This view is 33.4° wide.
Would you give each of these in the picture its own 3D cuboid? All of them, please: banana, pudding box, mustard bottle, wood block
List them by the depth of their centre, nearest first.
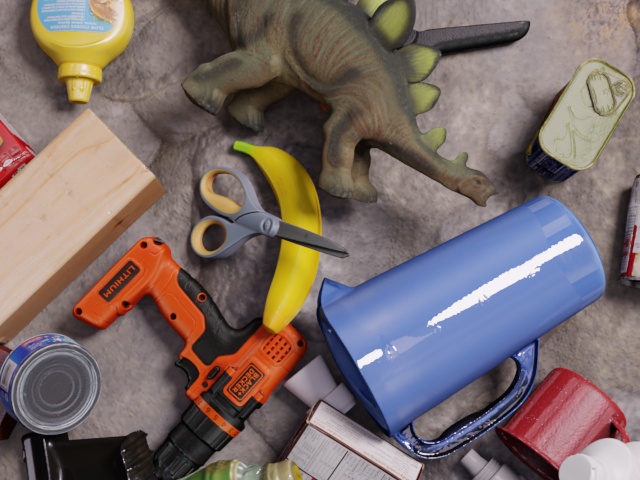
[{"bbox_3d":[0.022,0.206,0.949,0.113,0.039,0.090,31,124,1],"label":"pudding box"},{"bbox_3d":[-0.249,-0.010,0.968,0.206,0.091,0.090,-44,86,-6],"label":"wood block"},{"bbox_3d":[-0.032,-0.011,0.982,0.070,0.037,0.198,-16,64,10],"label":"banana"},{"bbox_3d":[-0.224,-0.224,1.011,0.096,0.058,0.191,1,83,-2],"label":"mustard bottle"}]

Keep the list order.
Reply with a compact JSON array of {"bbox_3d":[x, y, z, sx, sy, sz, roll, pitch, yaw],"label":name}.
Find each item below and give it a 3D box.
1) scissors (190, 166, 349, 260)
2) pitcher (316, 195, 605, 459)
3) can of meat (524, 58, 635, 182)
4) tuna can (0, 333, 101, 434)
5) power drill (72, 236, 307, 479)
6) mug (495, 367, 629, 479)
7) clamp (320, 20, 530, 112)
[{"bbox_3d":[-0.056,0.001,0.951,0.202,0.016,0.096,40,108,41],"label":"scissors"},{"bbox_3d":[0.130,0.070,0.949,0.242,0.149,0.145,-29,42,-7],"label":"pitcher"},{"bbox_3d":[0.237,-0.108,0.989,0.057,0.084,0.102,31,84,3],"label":"can of meat"},{"bbox_3d":[-0.238,0.127,0.941,0.085,0.034,0.086,-7,104,-33],"label":"tuna can"},{"bbox_3d":[-0.134,0.103,0.975,0.187,0.057,0.184,43,83,2],"label":"power drill"},{"bbox_3d":[0.223,0.171,0.944,0.081,0.117,0.093,-48,119,-11],"label":"mug"},{"bbox_3d":[0.087,-0.193,1.022,0.164,0.036,0.210,40,87,0],"label":"clamp"}]
